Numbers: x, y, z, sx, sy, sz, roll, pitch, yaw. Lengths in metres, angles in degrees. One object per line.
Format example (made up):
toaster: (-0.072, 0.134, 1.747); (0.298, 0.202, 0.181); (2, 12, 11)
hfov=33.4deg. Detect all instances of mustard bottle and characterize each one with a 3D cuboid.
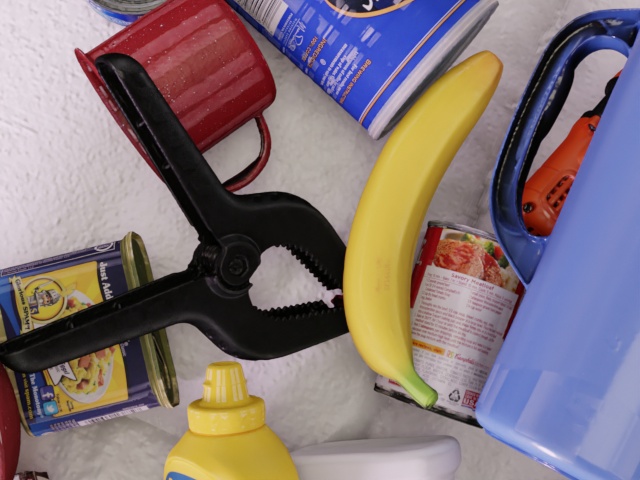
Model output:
mustard bottle: (-0.046, 0.160, 0.566); (0.058, 0.096, 0.191); (-5, 95, -37)

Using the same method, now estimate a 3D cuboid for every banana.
banana: (0.051, -0.010, 0.582); (0.070, 0.037, 0.198); (8, 80, 21)

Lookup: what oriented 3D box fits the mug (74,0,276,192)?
mug: (-0.072, -0.081, 0.605); (0.081, 0.093, 0.117); (-36, 99, -9)

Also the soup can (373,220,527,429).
soup can: (0.077, 0.047, 0.604); (0.068, 0.068, 0.102); (19, 85, 0)

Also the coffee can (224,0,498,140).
coffee can: (0.014, -0.141, 0.603); (0.140, 0.103, 0.103); (42, 85, 3)

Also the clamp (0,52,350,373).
clamp: (-0.054, 0.001, 0.570); (0.209, 0.036, 0.164); (12, 93, -32)

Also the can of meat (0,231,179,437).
can of meat: (-0.133, 0.055, 0.604); (0.084, 0.057, 0.102); (-14, 86, -1)
